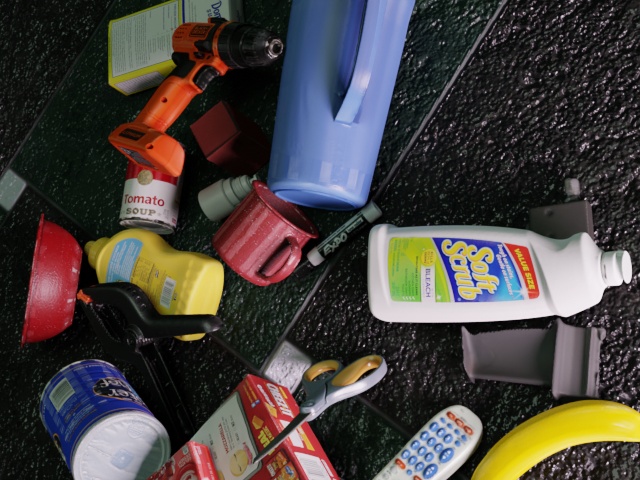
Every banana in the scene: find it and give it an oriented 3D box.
[{"bbox_3d":[0.214,0.190,0.977,0.198,0.037,0.069,-22,71,22],"label":"banana"}]

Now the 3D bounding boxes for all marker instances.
[{"bbox_3d":[0.015,0.002,1.151,0.121,0.020,0.020,-39,61,13],"label":"marker"}]

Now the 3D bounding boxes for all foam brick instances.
[{"bbox_3d":[-0.099,-0.113,1.212,0.053,0.078,0.051,-38,59,13],"label":"foam brick"}]

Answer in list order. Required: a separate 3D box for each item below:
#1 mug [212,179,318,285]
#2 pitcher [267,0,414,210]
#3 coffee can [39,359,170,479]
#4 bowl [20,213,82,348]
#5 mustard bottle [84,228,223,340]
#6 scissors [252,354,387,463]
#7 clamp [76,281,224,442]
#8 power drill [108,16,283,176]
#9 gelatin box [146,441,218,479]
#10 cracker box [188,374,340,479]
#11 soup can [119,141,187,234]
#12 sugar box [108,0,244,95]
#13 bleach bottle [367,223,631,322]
[{"bbox_3d":[-0.058,0.001,1.146,0.081,0.093,0.117,-49,44,12],"label":"mug"},{"bbox_3d":[0.019,-0.160,1.128,0.145,0.149,0.243,6,81,29],"label":"pitcher"},{"bbox_3d":[-0.230,0.200,1.130,0.103,0.102,0.140,-59,33,1],"label":"coffee can"},{"bbox_3d":[-0.315,0.051,1.262,0.055,0.162,0.162,9,76,-13],"label":"bowl"},{"bbox_3d":[-0.202,0.039,1.231,0.192,0.058,0.096,22,102,31],"label":"mustard bottle"},{"bbox_3d":[-0.018,0.160,1.046,0.096,0.201,0.016,3,114,49],"label":"scissors"},{"bbox_3d":[-0.195,0.117,1.185,0.210,0.036,0.165,27,118,32],"label":"clamp"},{"bbox_3d":[-0.138,-0.161,1.171,0.185,0.057,0.187,16,68,51],"label":"power drill"},{"bbox_3d":[-0.138,0.253,1.050,0.089,0.030,0.073,-43,47,22],"label":"gelatin box"},{"bbox_3d":[-0.085,0.268,1.068,0.214,0.072,0.164,-50,45,15],"label":"cracker box"},{"bbox_3d":[-0.197,-0.064,1.255,0.069,0.068,0.102,0,76,28],"label":"soup can"},{"bbox_3d":[-0.178,-0.247,1.313,0.176,0.048,0.093,-11,71,21],"label":"sugar box"},{"bbox_3d":[0.168,0.025,1.021,0.251,0.068,0.102,-5,77,32],"label":"bleach bottle"}]
